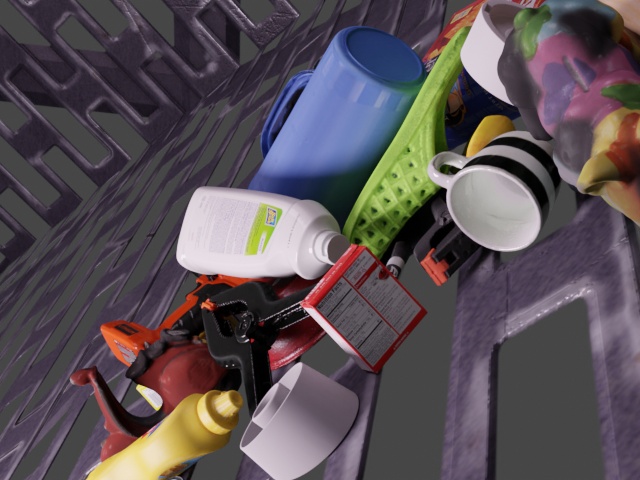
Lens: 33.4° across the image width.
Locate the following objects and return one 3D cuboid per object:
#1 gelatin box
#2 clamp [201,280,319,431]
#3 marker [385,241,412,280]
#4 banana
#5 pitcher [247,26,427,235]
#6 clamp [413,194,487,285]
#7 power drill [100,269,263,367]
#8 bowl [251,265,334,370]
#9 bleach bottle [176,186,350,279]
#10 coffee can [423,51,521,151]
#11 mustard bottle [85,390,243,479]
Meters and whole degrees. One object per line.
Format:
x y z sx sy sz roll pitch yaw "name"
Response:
0.037 0.059 0.924 0.073 0.089 0.030 -49 17 -16 "gelatin box"
-0.064 0.100 1.045 0.210 0.036 0.164 9 69 55 "clamp"
0.065 0.041 1.028 0.020 0.020 0.121 -30 21 39 "marker"
0.163 -0.092 1.042 0.069 0.037 0.198 -57 -3 2 "banana"
0.014 -0.118 1.173 0.243 0.149 0.145 -61 5 40 "pitcher"
0.138 -0.023 0.980 0.120 0.039 0.171 -40 13 32 "clamp"
-0.159 0.074 1.245 0.187 0.057 0.185 -38 29 -22 "power drill"
-0.029 0.062 1.137 0.162 0.055 0.162 -40 16 13 "bowl"
-0.057 0.001 1.111 0.251 0.068 0.102 12 88 54 "bleach bottle"
0.164 -0.165 1.154 0.141 0.102 0.102 -24 25 50 "coffee can"
-0.140 0.196 1.019 0.192 0.058 0.096 -39 -11 30 "mustard bottle"
